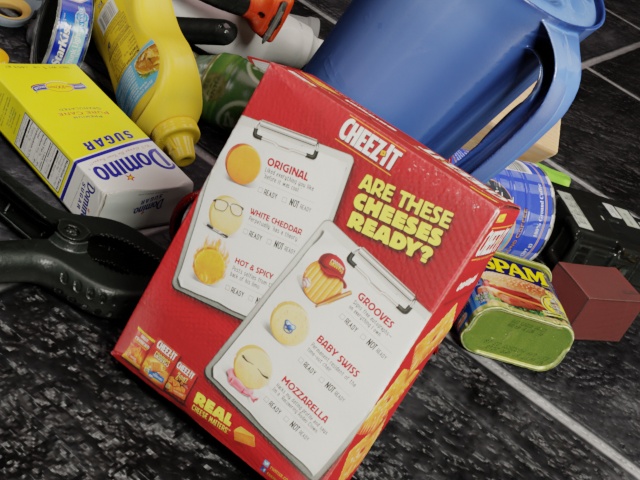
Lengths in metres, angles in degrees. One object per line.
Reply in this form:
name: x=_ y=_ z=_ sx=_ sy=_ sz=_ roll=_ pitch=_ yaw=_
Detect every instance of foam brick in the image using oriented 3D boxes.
foam brick: x=0.247 y=0.058 z=0.982 sx=0.078 sy=0.051 sz=0.053 roll=6 pitch=35 yaw=-32

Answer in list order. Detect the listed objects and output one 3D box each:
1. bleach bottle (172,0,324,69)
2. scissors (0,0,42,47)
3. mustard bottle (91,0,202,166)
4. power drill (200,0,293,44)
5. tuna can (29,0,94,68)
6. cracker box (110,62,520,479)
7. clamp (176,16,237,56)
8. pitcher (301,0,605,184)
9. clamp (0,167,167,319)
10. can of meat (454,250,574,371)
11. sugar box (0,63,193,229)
bleach bottle: x=-0.099 y=-0.235 z=1.173 sx=0.250 sy=0.068 sz=0.102 roll=13 pitch=32 yaw=-28
scissors: x=-0.284 y=-0.241 z=1.072 sx=0.096 sy=0.016 sz=0.202 roll=20 pitch=29 yaw=-22
mustard bottle: x=-0.148 y=-0.148 z=0.937 sx=0.058 sy=0.096 sz=0.192 roll=-1 pitch=59 yaw=-41
power drill: x=-0.128 y=-0.280 z=1.093 sx=0.187 sy=0.057 sz=0.184 roll=16 pitch=33 yaw=-27
tuna can: x=-0.231 y=-0.187 z=0.955 sx=0.033 sy=0.086 sz=0.086 roll=12 pitch=31 yaw=-27
cracker box: x=-0.006 y=0.027 z=0.649 sx=0.164 sy=0.214 sz=0.072 roll=35 pitch=15 yaw=17
clamp: x=-0.158 y=-0.205 z=1.042 sx=0.171 sy=0.120 sz=0.039 roll=17 pitch=69 yaw=-12
pitcher: x=0.061 y=-0.101 z=0.703 sx=0.145 sy=0.243 sz=0.149 roll=40 pitch=36 yaw=-4
clamp: x=-0.181 y=0.000 z=0.736 sx=0.209 sy=0.036 sz=0.164 roll=17 pitch=30 yaw=-22
can of meat: x=0.157 y=0.057 z=0.903 sx=0.102 sy=0.057 sz=0.084 roll=17 pitch=32 yaw=-18
sugar box: x=-0.189 y=-0.078 z=0.851 sx=0.176 sy=0.048 sz=0.093 roll=41 pitch=31 yaw=27
